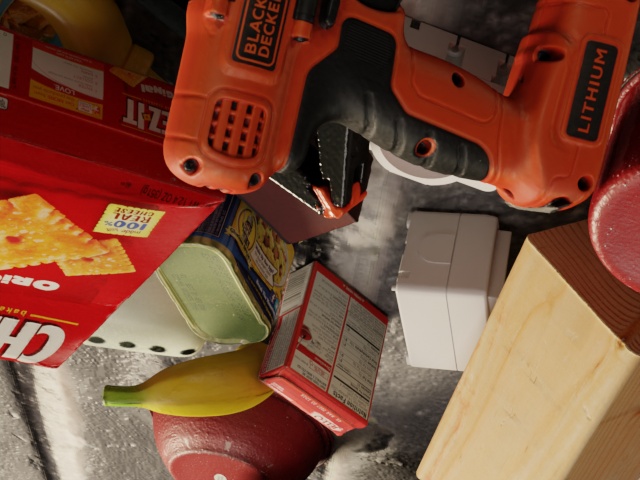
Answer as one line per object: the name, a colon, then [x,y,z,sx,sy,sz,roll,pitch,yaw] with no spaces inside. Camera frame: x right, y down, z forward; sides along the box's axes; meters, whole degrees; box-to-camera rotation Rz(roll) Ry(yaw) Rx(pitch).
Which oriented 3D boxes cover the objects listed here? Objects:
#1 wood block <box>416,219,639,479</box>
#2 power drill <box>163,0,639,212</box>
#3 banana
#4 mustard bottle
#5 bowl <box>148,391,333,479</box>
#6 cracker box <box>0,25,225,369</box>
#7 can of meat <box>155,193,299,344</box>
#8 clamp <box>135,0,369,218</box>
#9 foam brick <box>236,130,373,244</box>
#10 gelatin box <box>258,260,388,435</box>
wood block: [0.140,0.092,0.608,0.090,0.090,0.206,-13,139,-30]
power drill: [0.038,-0.096,0.449,0.187,0.184,0.057,13,-178,-17]
banana: [-0.061,0.086,0.699,0.070,0.037,0.197,13,-176,21]
mustard bottle: [-0.161,-0.115,0.547,0.191,0.058,0.096,29,145,-15]
bowl: [-0.073,0.174,0.878,0.162,0.055,0.162,10,141,8]
cracker box: [-0.171,-0.013,0.556,0.164,0.072,0.214,16,142,-30]
can of meat: [-0.054,0.001,0.632,0.058,0.084,0.102,-2,139,22]
clamp: [-0.033,-0.089,0.507,0.120,0.039,0.171,-8,105,42]
foam brick: [-0.017,-0.045,0.587,0.051,0.053,0.078,-19,131,37]
gelatin box: [0.004,0.070,0.692,0.073,0.089,0.030,38,137,-26]
